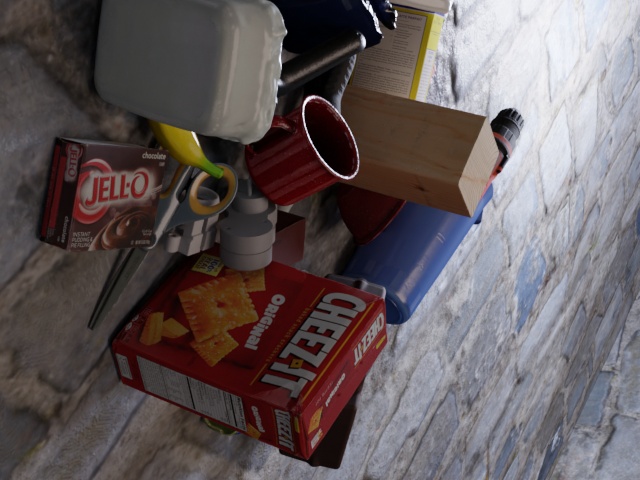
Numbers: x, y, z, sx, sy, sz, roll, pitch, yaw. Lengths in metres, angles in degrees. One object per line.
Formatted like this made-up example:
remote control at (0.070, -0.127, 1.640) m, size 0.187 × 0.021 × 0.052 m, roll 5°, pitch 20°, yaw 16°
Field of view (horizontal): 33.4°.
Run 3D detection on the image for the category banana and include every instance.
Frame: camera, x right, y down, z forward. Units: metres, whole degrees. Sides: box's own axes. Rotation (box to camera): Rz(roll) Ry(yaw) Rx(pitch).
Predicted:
banana at (-0.123, -0.151, 0.939) m, size 0.037 × 0.069 × 0.198 m, roll -115°, pitch -157°, yaw -71°

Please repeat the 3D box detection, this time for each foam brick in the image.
foam brick at (-0.058, 0.001, 1.178) m, size 0.078 × 0.051 × 0.053 m, roll -27°, pitch 128°, yaw -57°

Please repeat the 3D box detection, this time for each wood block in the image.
wood block at (0.086, -0.106, 1.223) m, size 0.090 × 0.206 × 0.090 m, roll -65°, pitch 154°, yaw -16°

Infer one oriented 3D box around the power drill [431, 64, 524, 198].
power drill at (0.179, -0.161, 1.421) m, size 0.057 × 0.187 × 0.184 m, roll -34°, pitch -163°, yaw 54°

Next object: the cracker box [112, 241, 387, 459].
cracker box at (-0.066, 0.095, 1.027) m, size 0.164 × 0.214 × 0.072 m, roll -51°, pitch 147°, yaw -38°

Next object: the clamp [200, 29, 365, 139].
clamp at (-0.054, -0.147, 1.044) m, size 0.165 × 0.036 × 0.209 m, roll -44°, pitch 164°, yaw 32°

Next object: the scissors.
scissors at (-0.140, -0.003, 0.991) m, size 0.016 × 0.096 × 0.202 m, roll -172°, pitch -82°, yaw -72°

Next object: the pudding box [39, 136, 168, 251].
pudding box at (-0.183, -0.039, 0.911) m, size 0.113 × 0.039 × 0.090 m, roll -6°, pitch 110°, yaw -63°

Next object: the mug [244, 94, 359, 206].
mug at (-0.028, -0.089, 1.050) m, size 0.117 × 0.082 × 0.093 m, roll 25°, pitch 47°, yaw -49°

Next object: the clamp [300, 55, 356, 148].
clamp at (-0.003, -0.155, 1.177) m, size 0.039 × 0.120 × 0.171 m, roll 30°, pitch 58°, yaw -28°

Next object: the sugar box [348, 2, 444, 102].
sugar box at (0.097, -0.256, 1.285) m, size 0.048 × 0.093 × 0.176 m, roll -3°, pitch 109°, yaw -65°

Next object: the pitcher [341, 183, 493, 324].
pitcher at (0.122, -0.014, 1.465) m, size 0.242 × 0.149 × 0.145 m, roll -56°, pitch 166°, yaw -25°

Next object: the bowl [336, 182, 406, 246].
bowl at (0.068, -0.075, 1.329) m, size 0.162 × 0.055 × 0.162 m, roll -52°, pitch -166°, yaw 18°
